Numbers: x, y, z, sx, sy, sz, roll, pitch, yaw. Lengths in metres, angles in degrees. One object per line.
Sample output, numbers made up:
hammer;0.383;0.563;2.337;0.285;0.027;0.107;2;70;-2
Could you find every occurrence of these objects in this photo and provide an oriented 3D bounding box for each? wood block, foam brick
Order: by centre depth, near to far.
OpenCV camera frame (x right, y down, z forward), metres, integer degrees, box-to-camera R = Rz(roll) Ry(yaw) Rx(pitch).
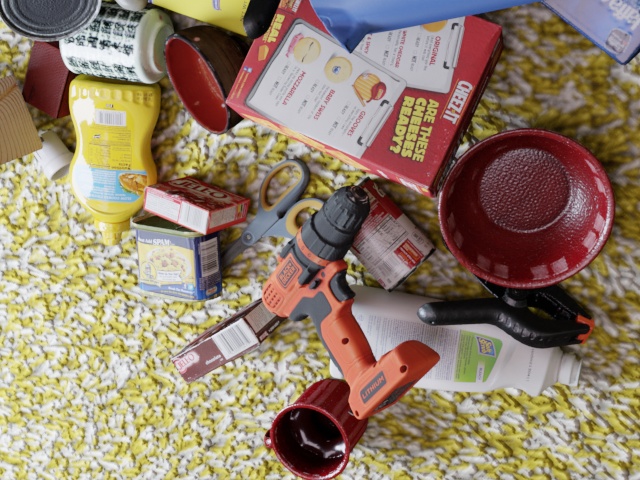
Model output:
foam brick;-0.289;-0.184;1.182;0.053;0.051;0.078;29;116;13
wood block;-0.423;-0.113;1.214;0.207;0.090;0.090;-11;104;42

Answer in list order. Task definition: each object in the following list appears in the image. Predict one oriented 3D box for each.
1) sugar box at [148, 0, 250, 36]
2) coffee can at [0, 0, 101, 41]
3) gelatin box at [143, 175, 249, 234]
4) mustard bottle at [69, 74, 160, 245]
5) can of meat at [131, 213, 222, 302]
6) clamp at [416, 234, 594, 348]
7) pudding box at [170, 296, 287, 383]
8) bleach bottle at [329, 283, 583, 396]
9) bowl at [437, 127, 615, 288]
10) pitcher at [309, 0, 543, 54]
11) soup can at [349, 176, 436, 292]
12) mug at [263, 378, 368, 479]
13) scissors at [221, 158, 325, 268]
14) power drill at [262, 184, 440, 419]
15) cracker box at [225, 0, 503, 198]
sugar box;-0.134;-0.279;1.085;0.176;0.048;0.093;20;114;15
coffee can;-0.283;-0.286;1.078;0.103;0.102;0.140;-43;48;29
gelatin box;-0.133;-0.040;1.143;0.089;0.073;0.030;22;112;27
mustard bottle;-0.229;-0.085;1.183;0.096;0.058;0.192;5;112;-2
can of meat;-0.157;0.019;1.182;0.102;0.057;0.084;9;109;31
clamp;0.182;0.051;1.045;0.171;0.120;0.039;16;144;-4
pudding box;-0.098;0.106;1.176;0.114;0.090;0.039;-28;96;28
bleach bottle;0.138;0.115;1.093;0.251;0.068;0.102;11;112;18
bowl;0.193;-0.038;1.007;0.162;0.055;0.162;4;115;8
pitcher;0.113;-0.255;0.877;0.243;0.144;0.149;-4;119;22
soup can;0.059;-0.006;1.082;0.102;0.068;0.069;47;119;2
mug;-0.007;0.207;1.175;0.117;0.081;0.093;-17;100;27
scissors;-0.058;0.001;1.164;0.096;0.016;0.202;38;118;11
power drill;0.033;0.062;1.030;0.188;0.057;0.185;56;137;21
cracker box;0.043;-0.156;1.006;0.214;0.072;0.164;24;89;14
